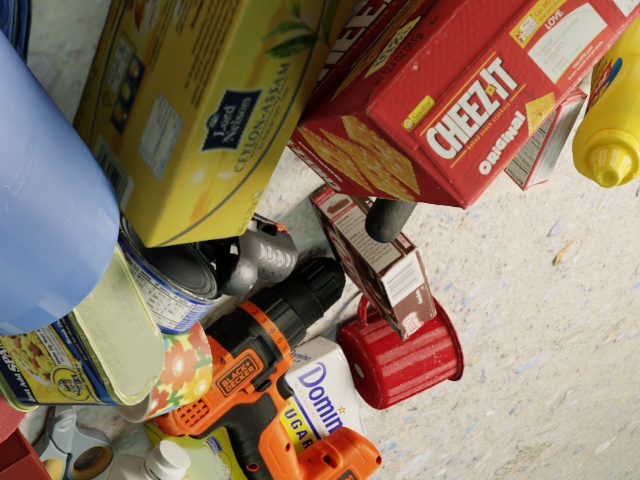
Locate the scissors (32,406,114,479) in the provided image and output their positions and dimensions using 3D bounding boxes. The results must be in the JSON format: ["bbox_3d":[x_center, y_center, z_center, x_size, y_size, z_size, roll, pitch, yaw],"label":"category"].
[{"bbox_3d":[-0.176,0.132,0.787,0.096,0.016,0.202,-7,137,-46],"label":"scissors"}]

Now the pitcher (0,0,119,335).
[{"bbox_3d":[-0.172,-0.056,0.441,0.149,0.145,0.242,-27,154,1],"label":"pitcher"}]

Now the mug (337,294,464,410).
[{"bbox_3d":[0.065,0.088,0.940,0.081,0.093,0.117,-23,116,-18],"label":"mug"}]

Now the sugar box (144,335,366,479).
[{"bbox_3d":[-0.050,0.160,0.897,0.176,0.048,0.093,-25,112,-22],"label":"sugar box"}]

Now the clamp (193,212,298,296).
[{"bbox_3d":[-0.054,0.001,0.651,0.039,0.120,0.171,-52,152,13],"label":"clamp"}]

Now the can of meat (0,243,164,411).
[{"bbox_3d":[-0.144,0.045,0.590,0.057,0.084,0.102,-54,130,-48],"label":"can of meat"}]

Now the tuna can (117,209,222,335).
[{"bbox_3d":[-0.101,0.016,0.644,0.034,0.086,0.086,-46,150,13],"label":"tuna can"}]

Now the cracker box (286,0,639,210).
[{"bbox_3d":[0.065,-0.101,0.546,0.164,0.072,0.214,-48,-166,-6],"label":"cracker box"}]

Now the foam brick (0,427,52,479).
[{"bbox_3d":[-0.232,0.156,0.721,0.078,0.051,0.053,-30,148,-17],"label":"foam brick"}]

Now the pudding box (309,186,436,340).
[{"bbox_3d":[0.041,0.014,0.796,0.039,0.090,0.113,-36,150,-10],"label":"pudding box"}]

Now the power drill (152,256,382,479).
[{"bbox_3d":[-0.024,0.126,0.841,0.184,0.057,0.187,-39,119,-14],"label":"power drill"}]
